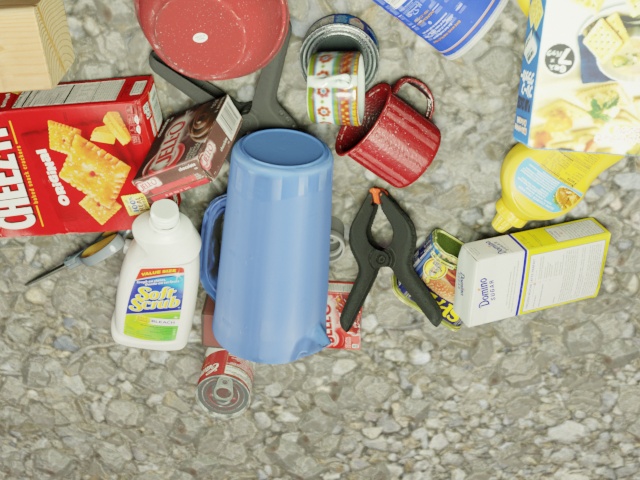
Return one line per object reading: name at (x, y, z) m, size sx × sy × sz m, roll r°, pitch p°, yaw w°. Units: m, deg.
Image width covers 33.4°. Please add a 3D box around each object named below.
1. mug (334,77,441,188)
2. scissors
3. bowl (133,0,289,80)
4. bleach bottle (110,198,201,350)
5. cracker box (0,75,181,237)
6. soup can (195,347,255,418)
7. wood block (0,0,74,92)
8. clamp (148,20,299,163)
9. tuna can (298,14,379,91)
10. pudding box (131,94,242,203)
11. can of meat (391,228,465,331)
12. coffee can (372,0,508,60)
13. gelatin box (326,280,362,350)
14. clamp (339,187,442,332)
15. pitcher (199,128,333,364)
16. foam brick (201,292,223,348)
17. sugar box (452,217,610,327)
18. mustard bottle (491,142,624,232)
mug at (0.082, -0.120, 1.155) m, size 0.081 × 0.093 × 0.117 m, roll 33°, pitch 83°, yaw -21°
scissors at (-0.284, 0.012, 1.294) m, size 0.202 × 0.096 × 0.016 m, roll -15°, pitch 116°, yaw 50°
bowl at (-0.114, -0.218, 1.068) m, size 0.162 × 0.055 × 0.162 m, roll 5°, pitch 130°, yaw 6°
bleach bottle at (-0.191, 0.037, 1.233) m, size 0.102 × 0.068 × 0.251 m, roll 8°, pitch 144°, yaw -4°
cracker box at (-0.280, -0.091, 1.205) m, size 0.214 × 0.072 × 0.164 m, roll -4°, pitch 123°, yaw 8°
soup can at (-0.115, 0.163, 1.335) m, size 0.068 × 0.102 × 0.068 m, roll 2°, pitch 123°, yaw 3°
wood block at (-0.379, -0.210, 1.127) m, size 0.206 × 0.090 × 0.091 m, roll -2°, pitch 121°, yaw 6°
clamp at (-0.089, -0.140, 1.178) m, size 0.165 × 0.036 × 0.210 m, roll -6°, pitch 122°, yaw 16°
tuna can at (0.021, -0.196, 1.135) m, size 0.086 × 0.033 × 0.086 m, roll 2°, pitch 122°, yaw 3°
pudding box at (-0.139, -0.097, 1.129) m, size 0.090 × 0.113 × 0.039 m, roll -16°, pitch 124°, yaw 30°
can of meat at (0.149, 0.046, 1.266) m, size 0.102 × 0.057 × 0.084 m, roll 31°, pitch 117°, yaw -15°
coffee can at (0.104, -0.259, 1.047) m, size 0.140 × 0.102 × 0.103 m, roll 34°, pitch 119°, yaw -16°
gelatin box at (0.015, 0.093, 1.322) m, size 0.073 × 0.030 × 0.089 m, roll 4°, pitch 122°, yaw 3°
clamp at (0.084, 0.026, 1.226) m, size 0.120 × 0.039 × 0.171 m, roll 3°, pitch 98°, yaw 9°
pitcher at (-0.058, 0.001, 1.179) m, size 0.149 × 0.145 × 0.243 m, roll 1°, pitch 122°, yaw -7°
foam brick at (-0.115, 0.089, 1.303) m, size 0.051 × 0.078 × 0.053 m, roll 4°, pitch 125°, yaw 1°
sugar box at (0.240, 0.035, 1.218) m, size 0.176 × 0.048 × 0.093 m, roll -9°, pitch 123°, yaw -18°
mustard bottle at (0.256, -0.079, 1.175) m, size 0.096 × 0.058 × 0.192 m, roll 31°, pitch 120°, yaw -15°
